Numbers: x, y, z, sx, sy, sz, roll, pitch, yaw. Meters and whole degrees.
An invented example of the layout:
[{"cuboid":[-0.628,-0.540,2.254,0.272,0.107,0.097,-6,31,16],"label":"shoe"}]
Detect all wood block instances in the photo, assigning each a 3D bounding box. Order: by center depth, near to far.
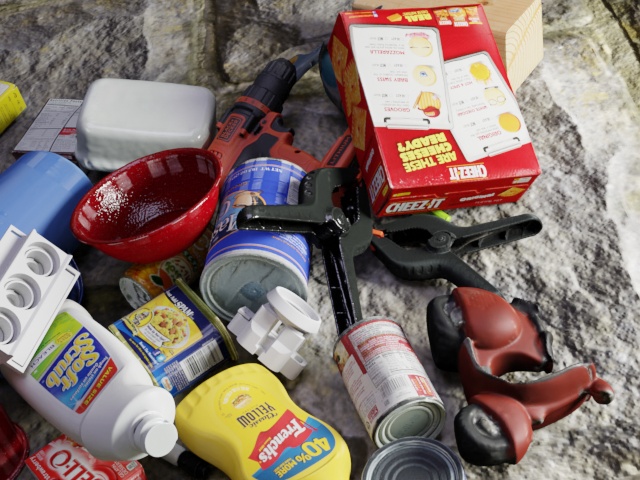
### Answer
[{"cuboid":[0.151,-0.251,1.278,0.206,0.090,0.090,19,50,31],"label":"wood block"}]

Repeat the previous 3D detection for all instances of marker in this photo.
[{"cuboid":[-0.145,0.180,0.945,0.121,0.020,0.020,21,52,32],"label":"marker"}]

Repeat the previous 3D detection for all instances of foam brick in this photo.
[{"cuboid":[-0.186,-0.038,1.164,0.051,0.053,0.078,-26,44,-13],"label":"foam brick"}]

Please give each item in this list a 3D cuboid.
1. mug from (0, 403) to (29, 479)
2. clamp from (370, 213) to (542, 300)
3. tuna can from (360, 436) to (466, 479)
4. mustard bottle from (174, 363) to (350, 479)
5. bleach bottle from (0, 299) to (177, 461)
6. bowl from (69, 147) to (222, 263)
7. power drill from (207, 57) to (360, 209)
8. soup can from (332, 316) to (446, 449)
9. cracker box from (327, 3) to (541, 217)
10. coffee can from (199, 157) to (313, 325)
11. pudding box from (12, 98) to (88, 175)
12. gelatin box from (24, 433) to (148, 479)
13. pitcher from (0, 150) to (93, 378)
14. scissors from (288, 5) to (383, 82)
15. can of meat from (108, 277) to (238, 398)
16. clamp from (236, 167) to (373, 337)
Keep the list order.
[{"cuboid":[-0.318,0.164,0.960,0.093,0.081,0.117,-7,43,7],"label":"mug"},{"cuboid":[0.122,0.018,1.035,0.172,0.039,0.120,0,39,24],"label":"clamp"},{"cuboid":[0.075,0.200,0.854,0.086,0.034,0.086,-8,42,7],"label":"tuna can"},{"cuboid":[-0.032,0.180,0.885,0.096,0.058,0.192,-25,42,-31],"label":"mustard bottle"},{"cuboid":[-0.191,0.126,0.928,0.102,0.068,0.251,-42,32,-22],"label":"bleach bottle"},{"cuboid":[-0.164,-0.026,1.064,0.162,0.055,0.162,-16,34,10],"label":"bowl"},{"cuboid":[-0.026,-0.114,1.179,0.188,0.057,0.184,18,69,32],"label":"power drill"},{"cuboid":[0.059,0.123,0.915,0.068,0.068,0.102,-20,43,-7],"label":"soup can"},{"cuboid":[0.112,-0.137,1.099,0.164,0.072,0.214,-7,65,-16],"label":"cracker box"},{"cuboid":[-0.057,0.001,1.051,0.103,0.103,0.140,-4,43,11],"label":"coffee can"},{"cuboid":[-0.311,-0.128,1.306,0.090,0.039,0.113,3,43,17],"label":"pudding box"},{"cuboid":[-0.203,0.202,0.928,0.073,0.030,0.089,-35,46,-22],"label":"gelatin box"},{"cuboid":[-0.323,0.023,1.094,0.145,0.149,0.242,-3,38,34],"label":"pitcher"},{"cuboid":[-0.003,-0.227,1.278,0.202,0.016,0.096,-38,21,20],"label":"scissors"},{"cuboid":[-0.140,0.095,1.007,0.083,0.057,0.102,-33,45,-17],"label":"can of meat"},{"cuboid":[0.011,-0.002,1.014,0.036,0.164,0.209,-29,12,31],"label":"clamp"}]
